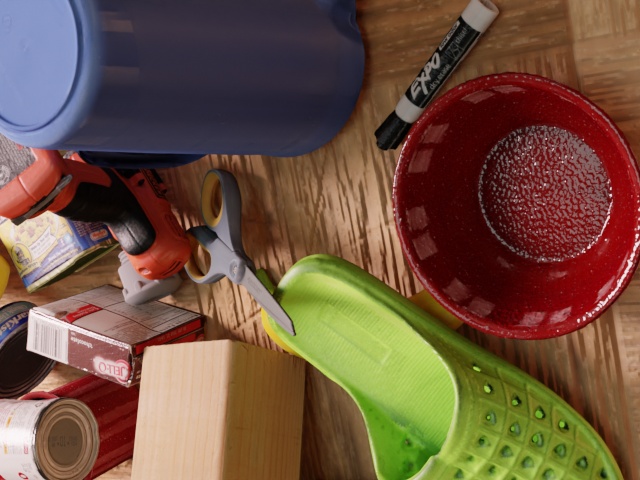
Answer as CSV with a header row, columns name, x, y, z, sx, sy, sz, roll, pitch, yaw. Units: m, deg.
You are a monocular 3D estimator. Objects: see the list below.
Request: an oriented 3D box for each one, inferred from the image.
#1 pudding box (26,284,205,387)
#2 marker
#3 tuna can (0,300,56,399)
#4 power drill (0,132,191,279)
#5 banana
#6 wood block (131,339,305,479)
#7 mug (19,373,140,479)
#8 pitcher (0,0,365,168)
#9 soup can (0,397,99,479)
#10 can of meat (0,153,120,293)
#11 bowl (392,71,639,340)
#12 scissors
name,x,y,z,sx,sy,sz,roll,pitch,yaw
pudding box,-0.162,0.073,0.847,0.114,0.089,0.039,16,109,30
marker,0.072,-0.105,0.689,0.020,0.020,0.121,46,123,15
tuna can,-0.265,0.095,0.924,0.034,0.085,0.086,33,118,24
power drill,-0.181,-0.062,0.765,0.057,0.187,0.184,-40,69,11
banana,0.028,0.055,0.749,0.198,0.037,0.069,-2,102,34
wood block,-0.075,0.182,0.767,0.090,0.090,0.206,-9,70,36
mug,-0.205,0.165,0.905,0.093,0.081,0.117,51,123,12
pitcher,-0.095,-0.107,0.662,0.145,0.242,0.149,13,103,33
soup can,-0.229,0.155,0.825,0.102,0.068,0.068,-7,99,34
can of meat,-0.222,-0.014,0.884,0.102,0.057,0.084,-29,88,36
bowl,0.126,-0.024,0.652,0.162,0.055,0.162,9,107,31
scissors,-0.055,0.001,0.747,0.202,0.016,0.096,14,96,62
